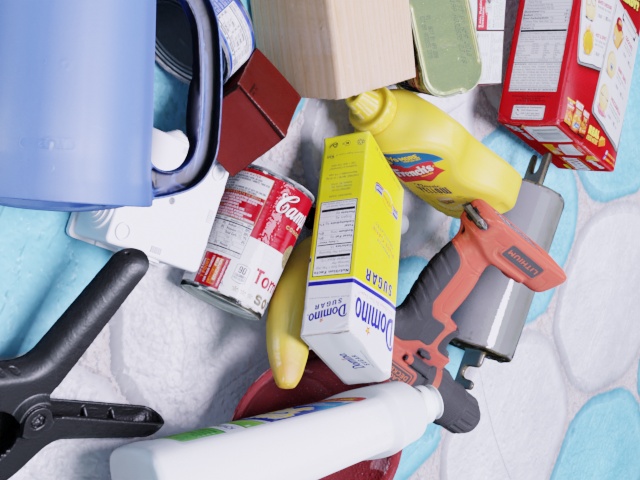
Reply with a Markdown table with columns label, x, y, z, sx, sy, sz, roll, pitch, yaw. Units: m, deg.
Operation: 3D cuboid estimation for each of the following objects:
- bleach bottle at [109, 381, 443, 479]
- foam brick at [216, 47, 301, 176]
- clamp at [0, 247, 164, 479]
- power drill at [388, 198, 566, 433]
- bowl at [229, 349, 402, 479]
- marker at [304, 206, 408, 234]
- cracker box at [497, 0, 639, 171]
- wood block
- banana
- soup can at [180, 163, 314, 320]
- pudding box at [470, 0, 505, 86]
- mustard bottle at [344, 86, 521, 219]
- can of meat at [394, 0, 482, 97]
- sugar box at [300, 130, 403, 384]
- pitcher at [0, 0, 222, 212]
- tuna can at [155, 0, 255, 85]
| label | x | y | z | sx | sy | sz | roll | pitch | yaw |
| --- | --- | --- | --- | --- | --- | --- | --- | --- | --- |
| bleach bottle | -0.020 | 0.151 | 0.788 | 0.250 | 0.103 | 0.068 | -12 | 86 | -32 |
| foam brick | -0.054 | -0.093 | 0.765 | 0.053 | 0.051 | 0.078 | 48 | 25 | -16 |
| clamp | -0.189 | 0.114 | 0.706 | 0.209 | 0.036 | 0.164 | -33 | 137 | -28 |
| power drill | 0.122 | 0.071 | 0.932 | 0.184 | 0.057 | 0.188 | 37 | 102 | -28 |
| bowl | -0.014 | 0.161 | 0.869 | 0.161 | 0.055 | 0.162 | -4 | 99 | -26 |
| marker | 0.031 | -0.017 | 0.919 | 0.120 | 0.020 | 0.020 | 3 | 96 | -45 |
| cracker box | 0.249 | -0.191 | 1.042 | 0.164 | 0.072 | 0.213 | 21 | 78 | -54 |
| wood block | 0.002 | -0.217 | 0.799 | 0.090 | 0.090 | 0.206 | -23 | 113 | -40 |
| banana | -0.005 | 0.040 | 0.844 | 0.069 | 0.037 | 0.197 | 54 | 31 | -8 |
| soup can | -0.055 | 0.001 | 0.803 | 0.068 | 0.069 | 0.102 | 35 | 74 | -43 |
| pudding box | 0.119 | -0.183 | 0.960 | 0.113 | 0.039 | 0.090 | -9 | 106 | -41 |
| mustard bottle | 0.084 | -0.079 | 0.904 | 0.191 | 0.096 | 0.058 | 32 | 72 | -43 |
| can of meat | 0.089 | -0.167 | 0.867 | 0.057 | 0.084 | 0.102 | -17 | 105 | -8 |
| sugar box | 0.029 | 0.013 | 0.829 | 0.093 | 0.048 | 0.176 | 51 | 36 | -52 |
| pitcher | -0.148 | -0.138 | 0.639 | 0.149 | 0.145 | 0.243 | 0 | 96 | -65 |
| tuna can | -0.087 | -0.147 | 0.728 | 0.033 | 0.086 | 0.086 | -50 | 129 | -28 |
